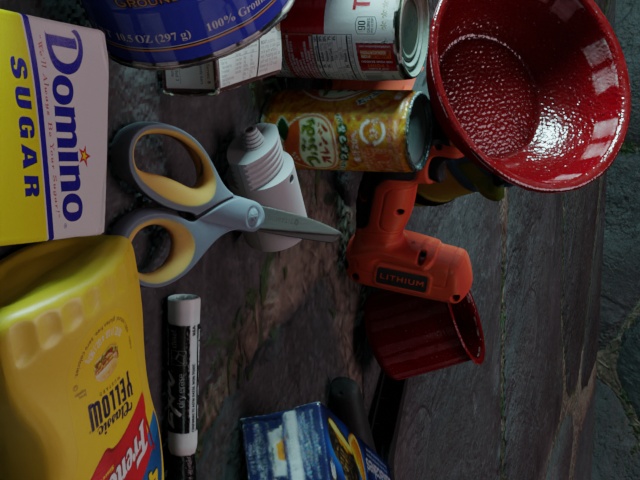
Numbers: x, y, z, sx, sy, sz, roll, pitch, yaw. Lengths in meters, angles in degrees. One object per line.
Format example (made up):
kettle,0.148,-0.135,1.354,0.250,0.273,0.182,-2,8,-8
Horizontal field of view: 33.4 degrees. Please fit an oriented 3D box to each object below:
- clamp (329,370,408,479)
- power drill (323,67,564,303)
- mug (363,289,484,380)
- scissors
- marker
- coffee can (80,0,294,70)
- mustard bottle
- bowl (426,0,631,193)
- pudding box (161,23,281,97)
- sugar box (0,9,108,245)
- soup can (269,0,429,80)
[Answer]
clamp,0.048,0.207,0.952,0.164,0.036,0.210,-17,106,-67
power drill,0.090,-0.043,0.830,0.057,0.184,0.188,-56,154,-52
mug,0.090,0.066,0.948,0.093,0.082,0.117,54,26,-38
scissors,-0.054,0.001,0.615,0.201,0.016,0.096,36,69,-50
marker,-0.080,0.092,0.621,0.020,0.020,0.121,-19,112,-67
coffee can,-0.074,-0.161,0.464,0.140,0.103,0.102,73,30,-44
mustard bottle,-0.111,0.099,0.489,0.096,0.058,0.192,-46,136,-57
bowl,0.127,-0.104,0.710,0.161,0.055,0.162,6,76,-26
pudding box,-0.057,-0.143,0.603,0.089,0.039,0.113,-35,125,-62
sugar box,-0.141,-0.042,0.397,0.176,0.048,0.093,-12,105,-67
soup can,0.013,-0.139,0.695,0.068,0.102,0.068,5,90,-68
